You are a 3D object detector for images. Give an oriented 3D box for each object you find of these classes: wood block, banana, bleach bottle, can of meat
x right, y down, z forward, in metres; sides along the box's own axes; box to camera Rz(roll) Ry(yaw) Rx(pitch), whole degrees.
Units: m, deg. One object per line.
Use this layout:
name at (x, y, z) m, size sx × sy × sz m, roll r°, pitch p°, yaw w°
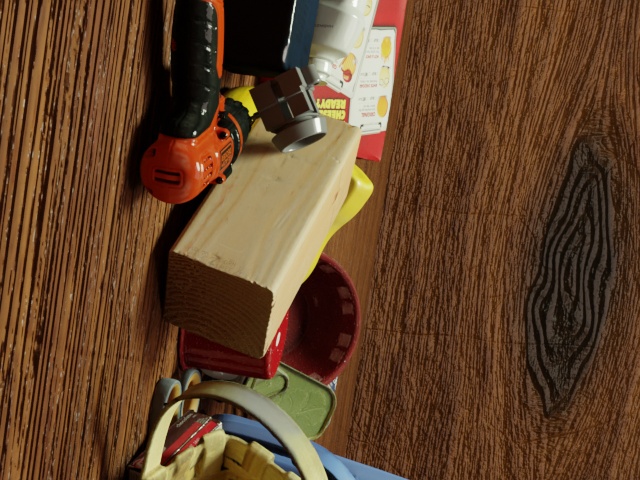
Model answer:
wood block at (-0.045, -0.015, 0.895) m, size 0.091 × 0.090 × 0.205 m, roll 103°, pitch 11°, yaw -47°
banana at (-0.071, -0.108, 0.969) m, size 0.070 × 0.037 × 0.197 m, roll -65°, pitch 175°, yaw 14°
bleach bottle at (0.002, -0.273, 1.013) m, size 0.068 × 0.103 × 0.251 m, roll 16°, pitch 81°, yaw -63°
can of meat at (-0.049, 0.150, 1.065) m, size 0.084 × 0.102 × 0.057 m, roll 10°, pitch -108°, yaw 61°

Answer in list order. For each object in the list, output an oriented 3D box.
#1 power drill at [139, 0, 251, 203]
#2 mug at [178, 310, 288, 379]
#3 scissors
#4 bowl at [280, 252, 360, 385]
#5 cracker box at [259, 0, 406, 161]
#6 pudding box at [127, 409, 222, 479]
power drill at (-0.079, -0.134, 0.774) m, size 0.184 × 0.057 × 0.188 m, roll -68°, pitch 164°, yaw -68°
mug at (-0.076, 0.074, 0.952) m, size 0.117 × 0.081 × 0.093 m, roll 84°, pitch 16°, yaw -63°
scissors at (-0.129, 0.198, 0.937) m, size 0.096 × 0.016 × 0.202 m, roll -56°, pitch 155°, yaw -58°
bowl at (-0.039, 0.086, 1.145) m, size 0.055 × 0.161 × 0.162 m, roll 8°, pitch -91°, yaw 61°
cracker box at (0.013, -0.201, 1.137) m, size 0.163 × 0.072 × 0.214 m, roll 6°, pitch 94°, yaw -56°
pudding box at (-0.120, 0.210, 0.881) m, size 0.089 × 0.039 × 0.113 m, roll -39°, pitch 138°, yaw -53°
